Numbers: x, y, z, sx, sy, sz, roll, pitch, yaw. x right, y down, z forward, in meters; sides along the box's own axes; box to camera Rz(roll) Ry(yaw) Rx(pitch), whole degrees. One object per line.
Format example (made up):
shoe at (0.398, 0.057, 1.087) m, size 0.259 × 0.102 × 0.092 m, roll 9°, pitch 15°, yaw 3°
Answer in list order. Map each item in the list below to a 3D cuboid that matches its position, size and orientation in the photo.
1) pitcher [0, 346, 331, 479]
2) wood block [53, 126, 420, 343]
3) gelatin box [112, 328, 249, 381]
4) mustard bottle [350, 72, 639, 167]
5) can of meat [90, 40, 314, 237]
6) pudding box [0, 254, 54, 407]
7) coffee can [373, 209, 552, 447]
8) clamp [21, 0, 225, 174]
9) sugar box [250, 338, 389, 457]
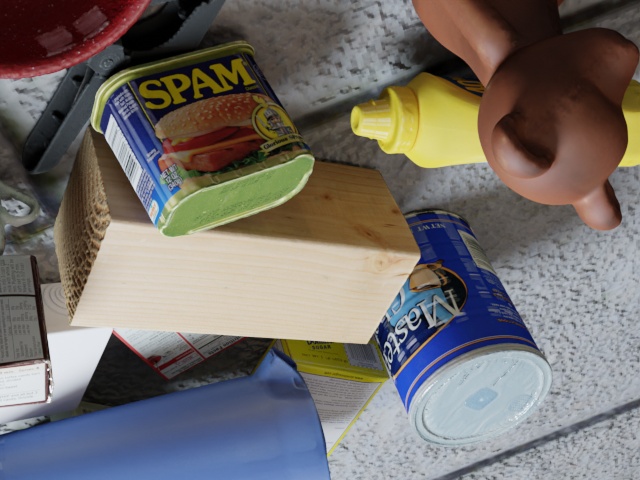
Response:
pitcher at (-0.113, 0.181, 0.744) m, size 0.242 × 0.149 × 0.145 m, roll -10°, pitch 151°, yaw -8°
wood block at (-0.055, 0.000, 0.684) m, size 0.205 × 0.090 × 0.091 m, roll 6°, pitch 130°, yaw -28°
gelatin box at (-0.103, 0.054, 0.762) m, size 0.073 × 0.030 × 0.089 m, roll -30°, pitch 137°, yaw 6°
mustard bottle at (0.111, -0.076, 0.672) m, size 0.191 × 0.096 × 0.058 m, roll -3°, pitch 109°, yaw -19°
can of meat at (-0.065, -0.056, 0.603) m, size 0.101 × 0.084 × 0.058 m, roll -20°, pitch 159°, yaw -30°
pudding box at (-0.210, 0.052, 0.594) m, size 0.113 × 0.090 × 0.039 m, roll -5°, pitch 134°, yaw -17°
coffee can at (0.090, 0.061, 0.766) m, size 0.102 × 0.140 × 0.103 m, roll -12°, pitch 136°, yaw -12°
clamp at (-0.130, -0.109, 0.577) m, size 0.171 × 0.039 × 0.120 m, roll -37°, pitch 153°, yaw 10°
sugar box at (-0.028, 0.148, 0.875) m, size 0.093 × 0.048 × 0.176 m, roll 13°, pitch 129°, yaw -30°
